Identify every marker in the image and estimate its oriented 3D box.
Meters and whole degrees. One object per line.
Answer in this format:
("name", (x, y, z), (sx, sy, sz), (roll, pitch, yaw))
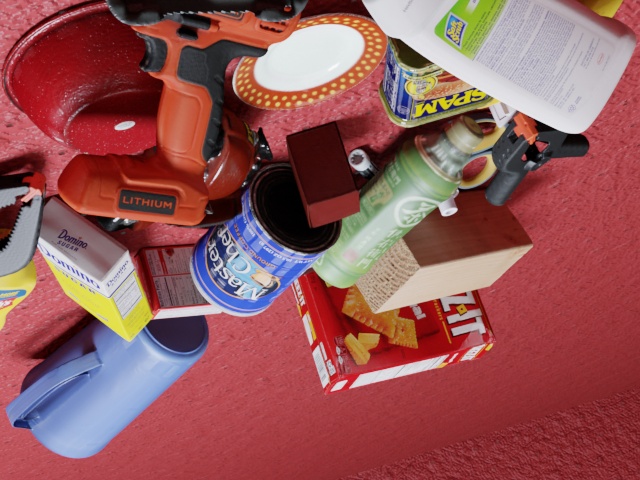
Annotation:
("marker", (0.057, -0.067, 1.117), (0.020, 0.020, 0.121), (-24, 158, 13))

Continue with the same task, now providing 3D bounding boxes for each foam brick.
("foam brick", (0.003, -0.062, 1.007), (0.051, 0.078, 0.053), (-16, 158, -3))

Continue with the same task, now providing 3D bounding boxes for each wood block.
("wood block", (0.132, 0.008, 1.214), (0.205, 0.090, 0.091), (-10, 150, -43))

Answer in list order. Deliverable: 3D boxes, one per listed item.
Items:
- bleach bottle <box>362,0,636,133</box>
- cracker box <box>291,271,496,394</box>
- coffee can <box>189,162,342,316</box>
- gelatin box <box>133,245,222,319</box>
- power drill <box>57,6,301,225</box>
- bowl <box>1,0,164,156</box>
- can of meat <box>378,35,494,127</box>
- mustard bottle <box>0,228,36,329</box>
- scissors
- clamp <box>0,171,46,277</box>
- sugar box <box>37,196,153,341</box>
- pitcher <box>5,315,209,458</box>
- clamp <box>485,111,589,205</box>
("bleach bottle", (0.124, -0.171, 0.805), (0.250, 0.068, 0.102), (23, 98, -33))
("cracker box", (0.086, 0.081, 1.301), (0.213, 0.164, 0.072), (-11, 159, -19))
("coffee can", (-0.057, 0.001, 1.075), (0.102, 0.103, 0.141), (-3, 153, -35))
("gelatin box", (-0.149, 0.044, 1.143), (0.089, 0.073, 0.030), (-4, 154, -33))
("power drill", (-0.117, -0.107, 0.716), (0.184, 0.057, 0.188), (8, 114, -33))
("bowl", (-0.151, -0.109, 0.797), (0.162, 0.055, 0.162), (-16, 159, -6))
("can of meat", (0.104, -0.150, 0.906), (0.102, 0.057, 0.084), (-16, 156, -8))
("mustard bottle", (-0.325, 0.042, 1.015), (0.096, 0.058, 0.192), (5, 148, -37))
("scissors", (0.213, -0.105, 1.119), (0.201, 0.016, 0.096), (-10, 131, -21))
("clamp", (-0.307, 0.018, 0.926), (0.210, 0.036, 0.164), (-31, 121, 15))
("sugar box", (-0.218, 0.032, 1.028), (0.048, 0.093, 0.176), (-52, 166, -16))
("pitcher", (-0.247, 0.150, 1.249), (0.145, 0.149, 0.243), (36, 128, -19))
("clamp", (0.203, -0.083, 1.067), (0.120, 0.039, 0.171), (-40, 157, 13))
